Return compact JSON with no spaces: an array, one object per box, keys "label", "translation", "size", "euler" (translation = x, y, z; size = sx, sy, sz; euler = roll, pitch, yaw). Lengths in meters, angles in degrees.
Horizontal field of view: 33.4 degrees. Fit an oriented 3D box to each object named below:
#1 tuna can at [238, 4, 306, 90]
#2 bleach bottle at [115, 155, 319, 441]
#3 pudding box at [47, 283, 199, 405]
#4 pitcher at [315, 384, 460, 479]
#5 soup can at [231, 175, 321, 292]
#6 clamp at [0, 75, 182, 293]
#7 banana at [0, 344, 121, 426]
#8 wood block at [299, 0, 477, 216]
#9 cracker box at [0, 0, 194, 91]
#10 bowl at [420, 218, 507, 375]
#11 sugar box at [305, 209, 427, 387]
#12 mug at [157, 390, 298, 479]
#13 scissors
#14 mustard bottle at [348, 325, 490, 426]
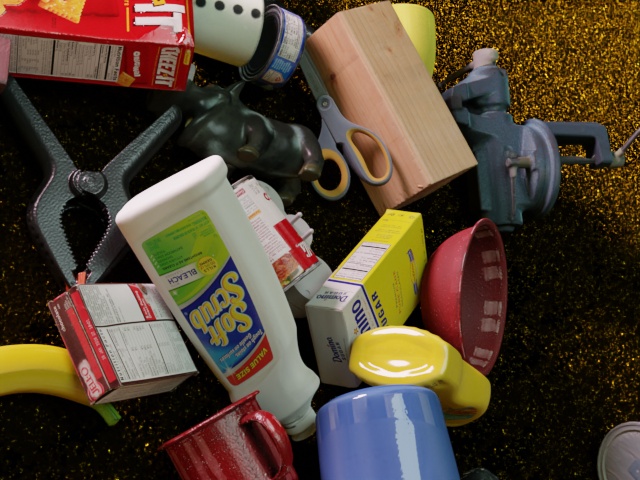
[{"label":"tuna can","translation":[-0.051,-0.203,1.130],"size":[0.033,0.086,0.086],"euler":[19,52,-30]},{"label":"bleach bottle","translation":[-0.066,0.060,0.902],"size":[0.251,0.103,0.068],"euler":[60,18,-16]},{"label":"pudding box","translation":[-0.157,0.081,0.861],"size":[0.113,0.039,0.090],"euler":[2,59,-62]},{"label":"pitcher","translation":[0.068,0.250,0.875],"size":[0.144,0.149,0.243],"euler":[2,65,-25]},{"label":"soup can","translation":[-0.056,0.001,0.954],"size":[0.102,0.069,0.068],"euler":[52,44,2]},{"label":"clamp","translation":[-0.213,-0.050,0.925],"size":[0.164,0.036,0.210],"euler":[13,61,-15]},{"label":"banana","translation":[-0.241,0.113,0.800],"size":[0.197,0.037,0.070],"euler":[-1,60,-38]},{"label":"wood block","translation":[0.070,-0.144,1.162],"size":[0.090,0.091,0.206],"euler":[-24,84,-43]},{"label":"cracker box","translation":[-0.227,-0.229,0.980],"size":[0.213,0.072,0.164],"euler":[3,58,-15]},{"label":"bowl","translation":[0.144,0.058,1.094],"size":[0.161,0.055,0.162],"euler":[-6,96,-63]},{"label":"sugar box","translation":[0.051,0.053,1.031],"size":[0.176,0.048,0.093],"euler":[-51,138,-47]},{"label":"mug","translation":[-0.063,0.173,0.845],"size":[0.093,0.117,0.081],"euler":[-24,83,-49]},{"label":"scissors","translation":[-0.005,-0.125,1.131],"size":[0.202,0.096,0.016],"euler":[50,2,15]},{"label":"mustard bottle","translation":[0.107,0.135,1.003],"size":[0.191,0.096,0.058],"euler":[41,54,-55]}]
